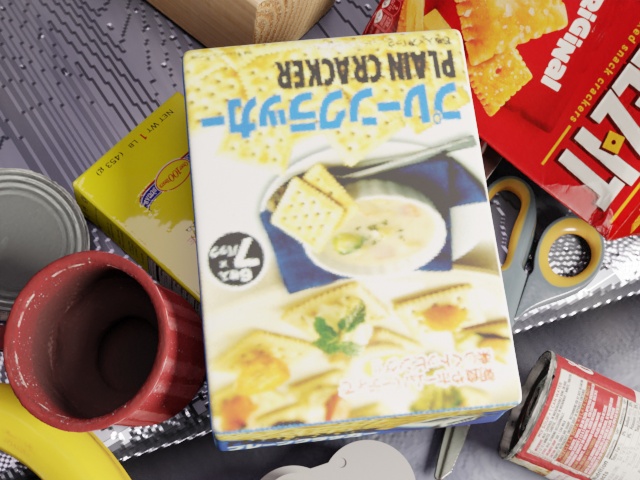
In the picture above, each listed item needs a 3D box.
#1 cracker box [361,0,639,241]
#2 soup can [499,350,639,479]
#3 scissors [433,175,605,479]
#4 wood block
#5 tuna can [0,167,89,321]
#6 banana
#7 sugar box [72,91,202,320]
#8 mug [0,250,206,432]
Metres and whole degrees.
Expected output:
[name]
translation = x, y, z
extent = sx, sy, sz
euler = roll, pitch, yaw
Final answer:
[cracker box]
translation = 0.148, -0.129, 0.637
extent = 0.214, 0.164, 0.071
euler = 44, 28, 22
[soup can]
translation = 0.162, 0.114, 0.605
extent = 0.102, 0.068, 0.068
euler = 24, 67, 4
[scissors]
translation = 0.125, 0.054, 0.655
extent = 0.096, 0.016, 0.201
euler = 9, 67, -2
[wood block]
translation = -0.092, -0.213, 0.704
extent = 0.206, 0.090, 0.090
euler = 38, 68, 11
[tuna can]
translation = -0.180, 0.003, 0.620
extent = 0.086, 0.034, 0.086
euler = 8, 69, -23
[banana]
translation = -0.140, 0.138, 0.582
extent = 0.198, 0.037, 0.069
euler = 39, 86, 12
[sugar box]
translation = -0.054, 0.001, 0.642
extent = 0.176, 0.048, 0.093
euler = 40, 69, 12
[mug]
translation = -0.122, 0.059, 0.583
extent = 0.117, 0.081, 0.093
euler = -1, 78, 15
